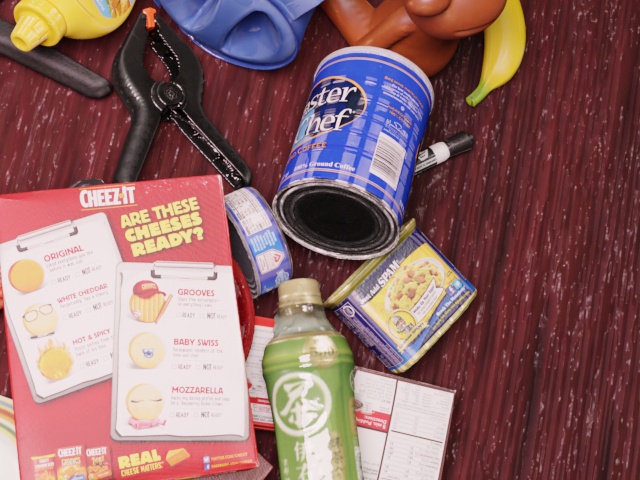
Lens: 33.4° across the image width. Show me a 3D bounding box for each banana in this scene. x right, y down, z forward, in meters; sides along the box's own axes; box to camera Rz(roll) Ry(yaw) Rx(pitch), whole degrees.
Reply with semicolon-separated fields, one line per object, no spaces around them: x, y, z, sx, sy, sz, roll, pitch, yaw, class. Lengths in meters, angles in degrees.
0.144;-0.222;0.967;0.069;0.037;0.198;-12;80;-14;banana

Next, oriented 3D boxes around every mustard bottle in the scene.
-0.186;-0.219;0.859;0.096;0.058;0.191;54;51;-33;mustard bottle

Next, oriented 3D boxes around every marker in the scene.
0.081;-0.066;0.929;0.121;0.020;0.020;-26;83;-15;marker

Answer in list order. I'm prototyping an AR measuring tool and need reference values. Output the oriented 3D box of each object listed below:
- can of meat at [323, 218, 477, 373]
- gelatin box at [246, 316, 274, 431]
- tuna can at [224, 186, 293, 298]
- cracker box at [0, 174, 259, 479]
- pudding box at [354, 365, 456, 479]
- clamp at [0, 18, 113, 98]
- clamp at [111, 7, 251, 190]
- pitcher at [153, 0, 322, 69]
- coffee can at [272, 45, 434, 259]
0.068;0.047;0.882;0.084;0.057;0.102;46;74;0;can of meat
-0.033;0.110;0.862;0.073;0.030;0.089;9;75;-10;gelatin box
-0.056;0.001;0.853;0.033;0.086;0.086;-24;83;-17;tuna can
-0.141;0.070;0.771;0.164;0.072;0.214;-6;78;-13;cracker box
0.055;0.166;0.862;0.090;0.039;0.113;15;78;-6;pudding box
-0.279;-0.199;0.881;0.209;0.036;0.164;0;76;-15;clamp
-0.136;-0.107;0.879;0.120;0.039;0.171;-16;77;-38;clamp
-0.027;-0.275;0.893;0.149;0.145;0.242;23;70;3;pitcher
0.028;-0.070;0.858;0.102;0.103;0.140;20;58;-6;coffee can
